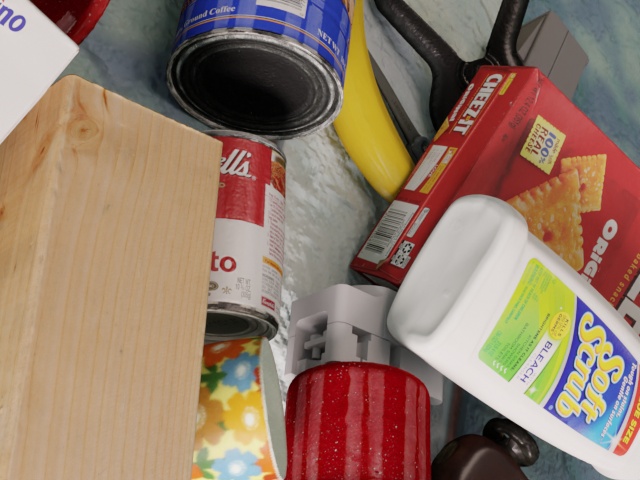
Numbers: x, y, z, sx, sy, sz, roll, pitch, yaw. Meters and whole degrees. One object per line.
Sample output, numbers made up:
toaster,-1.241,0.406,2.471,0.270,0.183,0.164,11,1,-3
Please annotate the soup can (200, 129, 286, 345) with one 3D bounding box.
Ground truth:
soup can,-0.054,0.001,0.578,0.068,0.069,0.102,20,61,-37

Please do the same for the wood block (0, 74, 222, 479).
wood block,-0.113,0.044,0.489,0.090,0.090,0.206,22,59,-36

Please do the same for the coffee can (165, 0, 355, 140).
coffee can,-0.029,-0.146,0.636,0.102,0.103,0.140,28,56,-33

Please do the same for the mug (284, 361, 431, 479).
mug,0.023,0.124,0.595,0.117,0.093,0.081,58,30,-53

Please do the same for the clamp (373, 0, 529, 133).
clamp,0.122,-0.129,0.777,0.039,0.120,0.171,-40,108,-77

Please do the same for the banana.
banana,0.029,-0.111,0.715,0.069,0.037,0.198,-6,83,-27

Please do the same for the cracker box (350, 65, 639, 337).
cracker box,0.150,0.011,0.715,0.213,0.072,0.164,37,82,-26

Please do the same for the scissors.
scissors,0.068,-0.045,0.749,0.201,0.016,0.096,48,47,-17

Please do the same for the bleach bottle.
bleach bottle,0.160,0.076,0.658,0.250,0.068,0.102,33,87,-29
